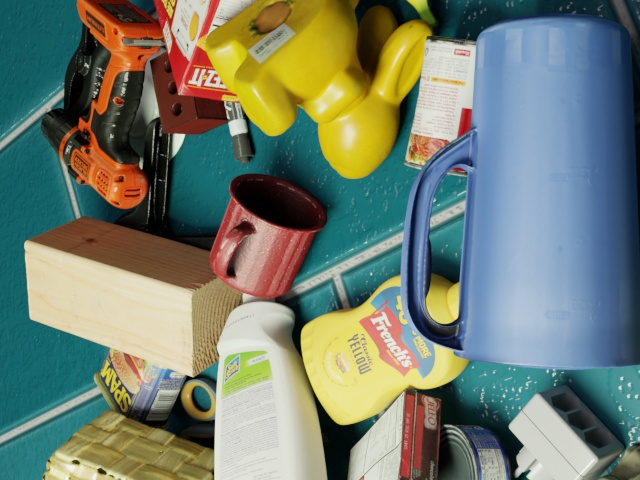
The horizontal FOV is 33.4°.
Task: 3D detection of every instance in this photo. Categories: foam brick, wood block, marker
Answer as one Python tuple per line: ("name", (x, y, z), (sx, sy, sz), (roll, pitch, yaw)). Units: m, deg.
("foam brick", (-0.126, -0.148, 1.048), (0.053, 0.051, 0.078), (-18, 80, 40))
("wood block", (-0.180, 0.050, 1.045), (0.206, 0.090, 0.090), (15, 116, 28))
("marker", (-0.084, -0.133, 1.033), (0.020, 0.020, 0.121), (-17, 81, 40))

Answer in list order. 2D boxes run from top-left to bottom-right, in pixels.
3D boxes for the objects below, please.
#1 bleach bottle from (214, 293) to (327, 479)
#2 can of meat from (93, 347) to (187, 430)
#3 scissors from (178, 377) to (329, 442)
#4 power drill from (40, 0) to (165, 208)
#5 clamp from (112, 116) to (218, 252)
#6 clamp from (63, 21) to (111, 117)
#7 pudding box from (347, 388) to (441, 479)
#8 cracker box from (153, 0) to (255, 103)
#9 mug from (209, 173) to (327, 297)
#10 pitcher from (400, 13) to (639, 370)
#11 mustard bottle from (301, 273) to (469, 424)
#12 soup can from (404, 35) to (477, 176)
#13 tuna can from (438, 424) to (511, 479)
("bleach bottle", (-0.044, 0.143, 0.939), (0.103, 0.068, 0.251), (-21, 51, 23))
("can of meat", (-0.181, 0.133, 1.100), (0.102, 0.057, 0.084), (46, 118, 44))
("scissors", (-0.075, 0.169, 1.043), (0.202, 0.016, 0.096), (-24, 77, 39))
("power drill", (-0.221, -0.148, 1.073), (0.185, 0.057, 0.188), (37, 124, 39))
("clamp", (-0.163, 0.001, 1.097), (0.165, 0.036, 0.210), (49, 124, 21))
("clamp", (-0.237, -0.192, 1.147), (0.120, 0.039, 0.172), (46, 126, 49))
("pudding box", (0.057, 0.188, 0.869), (0.114, 0.039, 0.090), (-54, 18, 44))
("cracker box", (-0.076, -0.254, 0.935), (0.164, 0.072, 0.214), (-109, 35, -43))
("mug", (-0.056, 0.001, 0.957), (0.093, 0.117, 0.082), (32, 119, 15))
("pitcher", (0.152, -0.031, 0.756), (0.145, 0.148, 0.243), (0, 89, 41))
("mustard bottle", (0.071, 0.080, 0.884), (0.192, 0.058, 0.096), (-31, 72, 37))
("soup can", (0.107, -0.105, 0.837), (0.069, 0.068, 0.102), (16, 102, 39))
("tuna can", (0.115, 0.189, 0.846), (0.086, 0.033, 0.086), (-175, 90, -67))
